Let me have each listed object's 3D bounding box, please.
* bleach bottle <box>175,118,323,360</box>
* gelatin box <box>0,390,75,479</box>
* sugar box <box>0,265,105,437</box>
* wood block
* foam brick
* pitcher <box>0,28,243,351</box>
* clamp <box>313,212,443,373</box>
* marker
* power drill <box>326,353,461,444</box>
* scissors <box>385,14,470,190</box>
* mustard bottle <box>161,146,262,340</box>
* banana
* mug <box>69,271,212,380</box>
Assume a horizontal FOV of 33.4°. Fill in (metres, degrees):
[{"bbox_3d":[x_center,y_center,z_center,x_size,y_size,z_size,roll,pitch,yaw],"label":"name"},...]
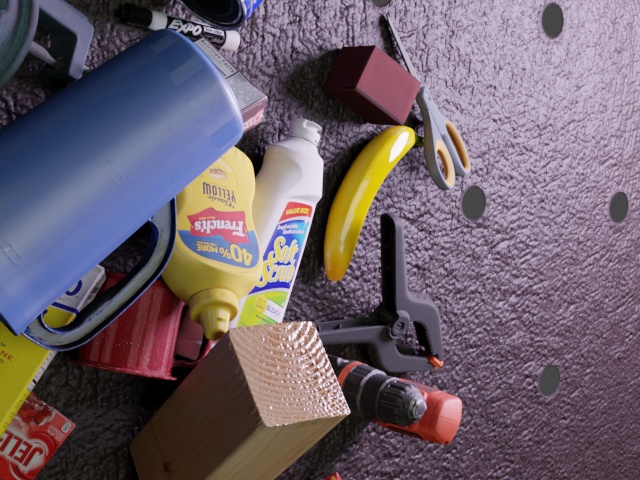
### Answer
[{"bbox_3d":[-0.057,0.001,1.008,0.102,0.068,0.251,33,74,-56],"label":"bleach bottle"},{"bbox_3d":[-0.261,0.158,0.892,0.073,0.030,0.089,-53,124,-20],"label":"gelatin box"},{"bbox_3d":[-0.257,0.075,0.849,0.093,0.048,0.176,30,76,-1],"label":"sugar box"},{"bbox_3d":[-0.076,0.162,0.923,0.090,0.206,0.091,-2,57,-39],"label":"wood block"},{"bbox_3d":[0.053,-0.157,1.085,0.078,0.053,0.051,31,77,-38],"label":"foam brick"},{"bbox_3d":[-0.174,-0.043,0.807,0.242,0.145,0.149,-40,157,-17],"label":"pitcher"},{"bbox_3d":[0.076,0.074,1.130,0.209,0.036,0.164,35,91,-42],"label":"clamp"},{"bbox_3d":[-0.126,-0.191,0.957,0.120,0.020,0.020,7,92,-39],"label":"marker"},{"bbox_3d":[0.063,0.158,1.067,0.187,0.185,0.057,28,79,-48],"label":"power drill"},{"bbox_3d":[0.109,-0.136,1.138,0.201,0.016,0.096,53,38,-31],"label":"scissors"},{"bbox_3d":[-0.097,-0.001,0.918,0.096,0.058,0.191,17,48,-33],"label":"mustard bottle"},{"bbox_3d":[0.051,-0.052,1.108,0.069,0.037,0.197,47,68,-33],"label":"banana"},{"bbox_3d":[-0.151,0.075,0.922,0.117,0.093,0.081,10,83,0],"label":"mug"}]
